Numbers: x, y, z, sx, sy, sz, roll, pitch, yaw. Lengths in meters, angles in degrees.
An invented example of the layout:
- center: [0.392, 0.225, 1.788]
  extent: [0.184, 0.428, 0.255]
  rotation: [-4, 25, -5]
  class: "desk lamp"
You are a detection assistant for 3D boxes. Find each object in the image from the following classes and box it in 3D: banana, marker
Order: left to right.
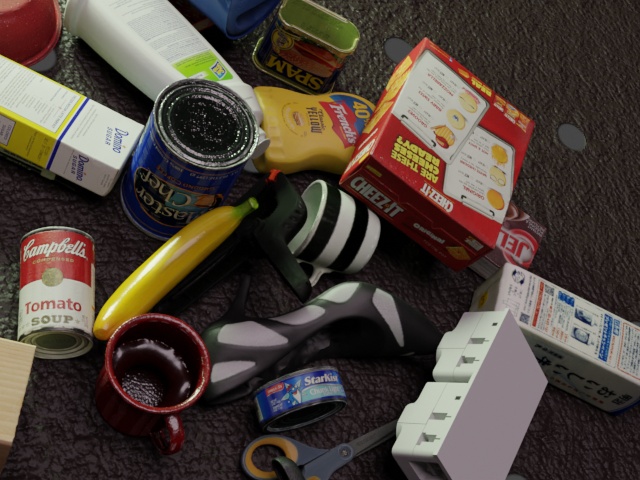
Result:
- center: [-0.287, -0.080, 1.045]
  extent: [0.121, 0.020, 0.020]
  rotation: [26, 54, -8]
  class: "marker"
- center: [-0.142, 0.024, 0.991]
  extent: [0.037, 0.070, 0.197]
  rotation: [46, 67, -2]
  class: "banana"

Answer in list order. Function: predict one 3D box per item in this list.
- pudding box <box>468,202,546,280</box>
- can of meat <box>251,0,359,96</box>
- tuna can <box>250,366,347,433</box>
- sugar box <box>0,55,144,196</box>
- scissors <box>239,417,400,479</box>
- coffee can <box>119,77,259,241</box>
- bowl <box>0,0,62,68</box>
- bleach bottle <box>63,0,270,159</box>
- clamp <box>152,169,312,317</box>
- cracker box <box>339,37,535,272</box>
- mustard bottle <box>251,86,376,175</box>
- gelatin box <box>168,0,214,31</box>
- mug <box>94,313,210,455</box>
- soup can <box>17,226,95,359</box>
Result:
- center: [0.190, -0.007, 1.208]
  extent: [0.113, 0.039, 0.090]
  rotation: [34, 53, -2]
  class: "pudding box"
- center: [-0.015, -0.221, 1.213]
  extent: [0.102, 0.084, 0.057]
  rotation: [25, 54, -9]
  class: "can of meat"
- center: [-0.019, 0.149, 0.990]
  extent: [0.086, 0.086, 0.034]
  rotation: [-7, 66, -28]
  class: "tuna can"
- center: [-0.270, -0.116, 1.046]
  extent: [0.176, 0.048, 0.093]
  rotation: [29, 34, -9]
  class: "sugar box"
- center: [0.003, 0.193, 1.016]
  extent: [0.096, 0.016, 0.201]
  rotation: [48, 54, 5]
  class: "scissors"
- center: [-0.130, -0.075, 1.038]
  extent: [0.102, 0.140, 0.103]
  rotation: [11, 57, -18]
  class: "coffee can"
- center: [-0.344, -0.253, 1.100]
  extent: [0.162, 0.055, 0.162]
  rotation: [11, 58, -18]
  class: "bowl"
- center: [-0.152, -0.176, 1.117]
  extent: [0.251, 0.068, 0.102]
  rotation: [46, 51, 14]
  class: "bleach bottle"
- center: [-0.057, 0.001, 1.046]
  extent: [0.036, 0.165, 0.209]
  rotation: [65, 35, -33]
  class: "clamp"
- center: [0.129, -0.095, 1.149]
  extent: [0.164, 0.072, 0.213]
  rotation: [36, 48, -11]
  class: "cracker box"
- center: [0.015, -0.119, 1.182]
  extent: [0.191, 0.058, 0.096]
  rotation: [0, 62, -25]
  class: "mustard bottle"
- center: [-0.163, -0.275, 1.211]
  extent: [0.073, 0.030, 0.089]
  rotation: [-34, 79, -36]
  class: "gelatin box"
- center: [-0.148, 0.134, 0.942]
  extent: [0.093, 0.082, 0.117]
  rotation: [-15, 68, -31]
  class: "mug"
- center: [-0.237, 0.048, 0.961]
  extent: [0.068, 0.069, 0.102]
  rotation: [6, 60, -22]
  class: "soup can"
